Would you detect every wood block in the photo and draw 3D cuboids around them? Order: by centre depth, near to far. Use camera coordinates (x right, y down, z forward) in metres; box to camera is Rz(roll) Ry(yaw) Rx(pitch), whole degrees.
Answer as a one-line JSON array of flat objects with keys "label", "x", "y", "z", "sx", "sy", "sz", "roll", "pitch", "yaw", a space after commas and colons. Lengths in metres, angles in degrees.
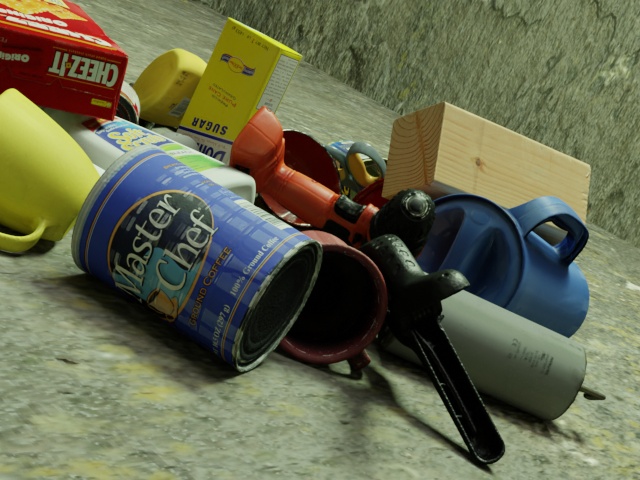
[{"label": "wood block", "x": 0.179, "y": -0.064, "z": 1.132, "sx": 0.205, "sy": 0.091, "sz": 0.090, "roll": 19, "pitch": -18, "yaw": -29}]

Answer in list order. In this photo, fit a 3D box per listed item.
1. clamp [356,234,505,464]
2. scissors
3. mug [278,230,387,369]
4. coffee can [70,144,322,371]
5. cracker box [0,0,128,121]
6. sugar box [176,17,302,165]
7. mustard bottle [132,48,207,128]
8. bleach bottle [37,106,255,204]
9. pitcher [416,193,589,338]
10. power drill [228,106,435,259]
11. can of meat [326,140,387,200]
[{"label": "clamp", "x": 0.072, "y": 0.047, "z": 0.797, "sx": 0.036, "sy": 0.164, "sz": 0.210, "roll": -22, "pitch": 38, "yaw": -11}, {"label": "scissors", "x": 0.042, "y": -0.055, "z": 1.234, "sx": 0.096, "sy": 0.016, "sz": 0.202, "roll": 16, "pitch": -27, "yaw": 15}, {"label": "mug", "x": 0.004, "y": 0.048, "z": 0.827, "sx": 0.117, "sy": 0.093, "sz": 0.081, "roll": 56, "pitch": -1, "yaw": -16}, {"label": "coffee can", "x": -0.084, "y": 0.011, "z": 0.735, "sx": 0.140, "sy": 0.103, "sz": 0.102, "roll": 30, "pitch": 13, "yaw": 16}, {"label": "cracker box", "x": -0.287, "y": -0.188, "z": 0.996, "sx": 0.164, "sy": 0.072, "sz": 0.214, "roll": 9, "pitch": 18, "yaw": -29}, {"label": "sugar box", "x": -0.098, "y": -0.143, "z": 1.166, "sx": 0.093, "sy": 0.176, "sz": 0.048, "roll": 35, "pitch": 13, "yaw": 36}, {"label": "mustard bottle", "x": -0.123, "y": -0.158, "z": 1.261, "sx": 0.191, "sy": 0.096, "sz": 0.058, "roll": 18, "pitch": 44, "yaw": -44}, {"label": "bleach bottle", "x": -0.182, "y": -0.071, "z": 0.961, "sx": 0.251, "sy": 0.068, "sz": 0.102, "roll": 27, "pitch": 28, "yaw": 29}, {"label": "pitcher", "x": 0.194, "y": 0.037, "z": 1.080, "sx": 0.149, "sy": 0.145, "sz": 0.242, "roll": 8, "pitch": -6, "yaw": 34}, {"label": "power drill", "x": 0.008, "y": -0.038, "z": 0.942, "sx": 0.187, "sy": 0.057, "sz": 0.184, "roll": 36, "pitch": -21, "yaw": 4}, {"label": "can of meat", "x": 0.040, "y": -0.065, "z": 1.302, "sx": 0.057, "sy": 0.102, "sz": 0.084, "roll": -9, "pitch": 27, "yaw": -27}]
